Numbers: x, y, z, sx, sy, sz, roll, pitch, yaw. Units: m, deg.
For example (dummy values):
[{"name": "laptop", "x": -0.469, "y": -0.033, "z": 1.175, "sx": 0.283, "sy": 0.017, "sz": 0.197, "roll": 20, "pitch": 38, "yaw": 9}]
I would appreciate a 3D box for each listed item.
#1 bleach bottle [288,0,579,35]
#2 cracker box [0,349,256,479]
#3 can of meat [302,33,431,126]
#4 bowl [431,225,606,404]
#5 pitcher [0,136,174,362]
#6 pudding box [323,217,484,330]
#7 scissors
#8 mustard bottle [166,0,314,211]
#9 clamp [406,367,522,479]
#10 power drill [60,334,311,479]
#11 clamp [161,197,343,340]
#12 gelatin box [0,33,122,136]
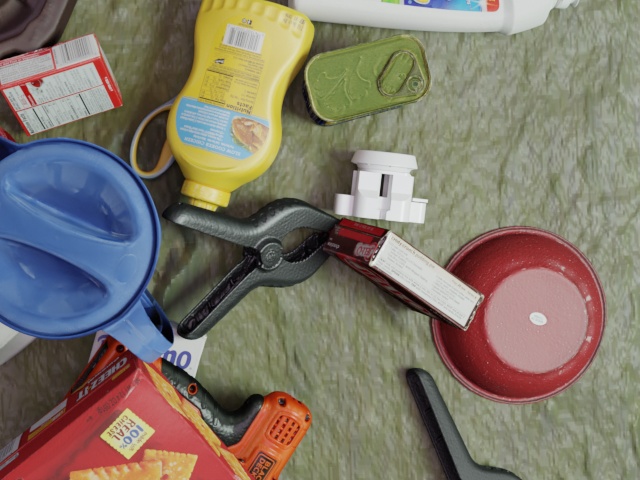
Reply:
[{"name": "bleach bottle", "x": 0.100, "y": -0.232, "z": 0.921, "sx": 0.250, "sy": 0.068, "sz": 0.102, "roll": 2, "pitch": 92, "yaw": -7}, {"name": "cracker box", "x": -0.135, "y": 0.213, "z": 0.811, "sx": 0.164, "sy": 0.072, "sz": 0.213, "roll": -38, "pitch": 106, "yaw": -1}, {"name": "can of meat", "x": 0.036, "y": -0.133, "z": 0.906, "sx": 0.102, "sy": 0.084, "sz": 0.057, "roll": -15, "pitch": 92, "yaw": -4}, {"name": "bowl", "x": 0.181, "y": 0.068, "z": 0.936, "sx": 0.162, "sy": 0.055, "sz": 0.162, "roll": 0, "pitch": 91, "yaw": -5}, {"name": "pitcher", "x": -0.176, "y": 0.005, "z": 0.813, "sx": 0.145, "sy": 0.243, "sz": 0.149, "roll": 5, "pitch": 91, "yaw": -5}, {"name": "pudding box", "x": 0.068, "y": 0.027, "z": 0.895, "sx": 0.113, "sy": 0.090, "sz": 0.039, "roll": 32, "pitch": 85, "yaw": -25}, {"name": "scissors", "x": -0.090, "y": -0.130, "z": 0.931, "sx": 0.096, "sy": 0.016, "sz": 0.202, "roll": 35, "pitch": 89, "yaw": -6}, {"name": "mustard bottle", "x": -0.076, "y": -0.105, "z": 0.893, "sx": 0.096, "sy": 0.058, "sz": 0.191, "roll": 17, "pitch": 90, "yaw": 8}, {"name": "clamp", "x": 0.117, "y": 0.235, "z": 0.928, "sx": 0.210, "sy": 0.036, "sz": 0.164, "roll": 41, "pitch": 66, "yaw": -8}, {"name": "power drill", "x": -0.125, "y": 0.172, "z": 0.874, "sx": 0.187, "sy": 0.057, "sz": 0.184, "roll": 34, "pitch": 86, "yaw": -16}, {"name": "clamp", "x": -0.056, "y": 0.001, "z": 0.894, "sx": 0.171, "sy": 0.039, "sz": 0.120, "roll": -27, "pitch": 127, "yaw": -24}, {"name": "gelatin box", "x": -0.218, "y": -0.130, "z": 0.892, "sx": 0.089, "sy": 0.073, "sz": 0.030, "roll": -18, "pitch": 64, "yaw": -3}]
